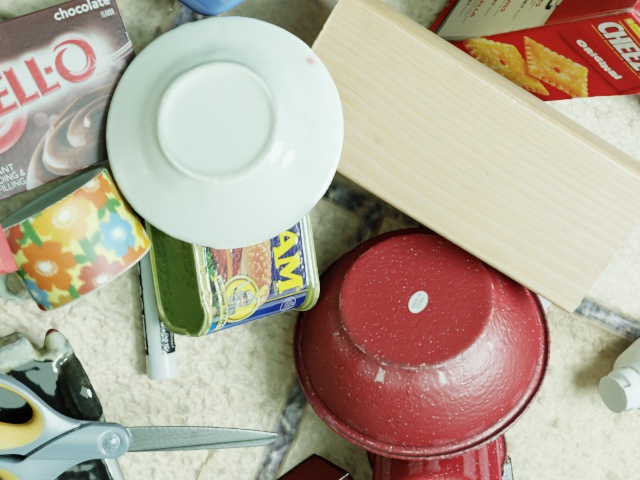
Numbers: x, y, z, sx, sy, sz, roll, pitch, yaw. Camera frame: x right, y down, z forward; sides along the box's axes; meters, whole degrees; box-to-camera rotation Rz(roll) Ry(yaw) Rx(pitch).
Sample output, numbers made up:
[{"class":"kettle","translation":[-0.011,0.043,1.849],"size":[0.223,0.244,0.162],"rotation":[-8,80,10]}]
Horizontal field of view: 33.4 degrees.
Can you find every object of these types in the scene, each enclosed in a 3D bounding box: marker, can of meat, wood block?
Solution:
[{"class":"marker","translation":[-0.101,0.024,0.644],"size":[0.020,0.020,0.121],"rotation":[-7,98,-25]},{"class":"can of meat","translation":[-0.054,0.001,0.634],"size":[0.083,0.058,0.102],"rotation":[-14,101,-39]},{"class":"wood block","translation":[0.083,-0.057,0.635],"size":[0.206,0.090,0.091],"rotation":[31,107,-1]}]

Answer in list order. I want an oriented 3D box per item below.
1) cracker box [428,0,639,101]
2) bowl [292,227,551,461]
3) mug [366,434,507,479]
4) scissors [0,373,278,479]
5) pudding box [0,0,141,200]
[{"class":"cracker box","translation":[0.175,-0.166,0.654],"size":[0.072,0.214,0.164],"rotation":[40,77,-23]},{"class":"bowl","translation":[0.059,0.048,0.648],"size":[0.162,0.162,0.055],"rotation":[-42,151,-17]},{"class":"mug","translation":[0.071,0.166,0.674],"size":[0.093,0.081,0.117],"rotation":[11,117,0]},{"class":"scissors","translation":[-0.128,0.125,0.579],"size":[0.201,0.016,0.096],"rotation":[19,90,-21]},{"class":"pudding box","translation":[-0.156,-0.080,0.598],"size":[0.113,0.039,0.090],"rotation":[-24,103,-23]}]
